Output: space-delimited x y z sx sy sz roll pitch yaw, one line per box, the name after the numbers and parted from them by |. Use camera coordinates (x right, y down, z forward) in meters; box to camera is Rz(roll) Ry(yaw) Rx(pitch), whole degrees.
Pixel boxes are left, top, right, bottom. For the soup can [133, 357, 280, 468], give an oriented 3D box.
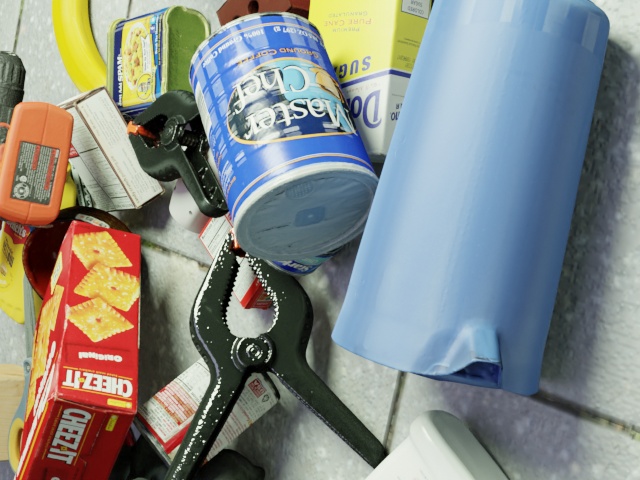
-0.091 0.132 0.844 0.102 0.068 0.069 -38 47 -16 | soup can

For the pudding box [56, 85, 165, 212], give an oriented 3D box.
-0.199 -0.081 0.983 0.090 0.039 0.113 -2 122 57 | pudding box

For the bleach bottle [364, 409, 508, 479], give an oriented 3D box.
0.020 0.231 0.716 0.251 0.068 0.103 -46 64 16 | bleach bottle

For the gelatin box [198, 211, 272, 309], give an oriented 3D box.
-0.056 0.001 0.883 0.073 0.030 0.089 -55 53 29 | gelatin box

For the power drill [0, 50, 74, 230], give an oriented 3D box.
-0.283 -0.087 0.979 0.188 0.057 0.184 9 91 60 | power drill

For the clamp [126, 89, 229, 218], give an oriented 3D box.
-0.109 -0.075 0.874 0.172 0.039 0.120 -3 68 53 | clamp

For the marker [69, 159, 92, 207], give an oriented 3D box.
-0.240 -0.034 1.083 0.020 0.020 0.121 -34 63 39 | marker

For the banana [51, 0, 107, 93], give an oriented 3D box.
-0.242 -0.210 1.087 0.070 0.037 0.198 -30 65 41 | banana

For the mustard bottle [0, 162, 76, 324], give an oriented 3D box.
-0.287 -0.015 1.080 0.096 0.058 0.192 50 130 42 | mustard bottle

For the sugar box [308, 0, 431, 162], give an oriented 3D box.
0.033 -0.147 0.795 0.094 0.048 0.176 7 90 46 | sugar box

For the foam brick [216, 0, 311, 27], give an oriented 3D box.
-0.036 -0.183 0.864 0.078 0.051 0.053 -37 62 37 | foam brick

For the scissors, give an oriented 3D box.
-0.288 0.140 1.038 0.096 0.016 0.202 -39 59 36 | scissors

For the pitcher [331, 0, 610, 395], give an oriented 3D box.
0.095 -0.035 0.674 0.149 0.144 0.243 16 94 33 | pitcher

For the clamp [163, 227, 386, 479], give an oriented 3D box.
-0.037 0.091 0.804 0.164 0.036 0.210 -3 72 1 | clamp

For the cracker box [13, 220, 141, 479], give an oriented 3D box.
-0.205 0.113 0.898 0.213 0.072 0.164 -99 29 -51 | cracker box

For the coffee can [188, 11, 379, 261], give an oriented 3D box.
-0.026 -0.071 0.736 0.103 0.102 0.140 -43 52 35 | coffee can

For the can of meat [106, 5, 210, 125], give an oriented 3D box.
-0.148 -0.158 0.973 0.084 0.057 0.102 -4 84 43 | can of meat
